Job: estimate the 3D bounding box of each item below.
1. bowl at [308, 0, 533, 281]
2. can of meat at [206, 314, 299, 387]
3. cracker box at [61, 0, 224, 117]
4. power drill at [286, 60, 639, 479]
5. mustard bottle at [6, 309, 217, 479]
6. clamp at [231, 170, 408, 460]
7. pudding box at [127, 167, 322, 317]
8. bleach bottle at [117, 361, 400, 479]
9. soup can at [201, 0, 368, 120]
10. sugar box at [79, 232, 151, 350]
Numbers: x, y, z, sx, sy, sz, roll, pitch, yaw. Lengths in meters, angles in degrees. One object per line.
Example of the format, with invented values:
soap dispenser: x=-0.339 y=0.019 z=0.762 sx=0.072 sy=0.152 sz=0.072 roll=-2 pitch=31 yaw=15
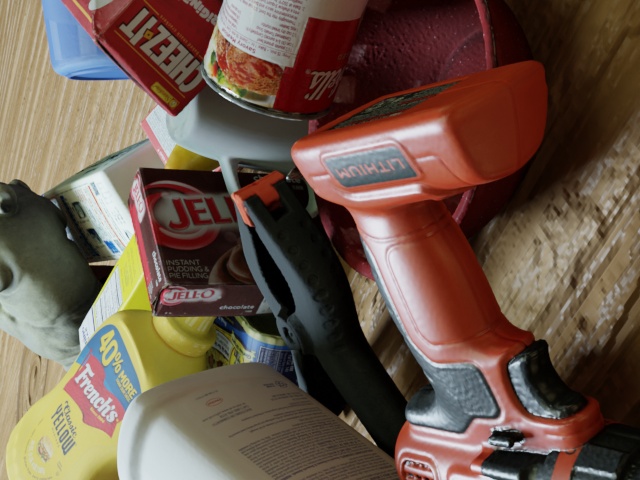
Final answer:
bowl: x=0.054 y=-0.060 z=0.507 sx=0.162 sy=0.055 sz=0.162 roll=-9 pitch=80 yaw=62
can of meat: x=-0.041 y=0.081 z=0.680 sx=0.102 sy=0.057 sz=0.084 roll=38 pitch=120 yaw=58
cracker box: x=-0.053 y=-0.191 z=0.596 sx=0.214 sy=0.072 sz=0.164 roll=-45 pitch=37 yaw=2
power drill: x=0.072 y=0.033 z=0.391 sx=0.185 sy=0.057 sz=0.187 roll=-3 pitch=112 yaw=54
mustard bottle: x=-0.126 y=0.101 z=0.681 sx=0.192 sy=0.058 sz=0.096 roll=-48 pitch=49 yaw=20
clamp: x=0.005 y=0.048 z=0.553 sx=0.120 sy=0.039 sz=0.171 roll=18 pitch=138 yaw=52
pudding box: x=-0.054 y=0.001 z=0.649 sx=0.039 sy=0.113 sz=0.090 roll=-59 pitch=39 yaw=43
bleach bottle: x=0.015 y=0.141 z=0.482 sx=0.251 sy=0.102 sz=0.068 roll=29 pitch=121 yaw=43
soup can: x=-0.011 y=-0.117 z=0.503 sx=0.068 sy=0.068 sz=0.102 roll=58 pitch=137 yaw=47
sugar box: x=-0.108 y=0.043 z=0.773 sx=0.176 sy=0.093 sz=0.048 roll=-54 pitch=42 yaw=48
